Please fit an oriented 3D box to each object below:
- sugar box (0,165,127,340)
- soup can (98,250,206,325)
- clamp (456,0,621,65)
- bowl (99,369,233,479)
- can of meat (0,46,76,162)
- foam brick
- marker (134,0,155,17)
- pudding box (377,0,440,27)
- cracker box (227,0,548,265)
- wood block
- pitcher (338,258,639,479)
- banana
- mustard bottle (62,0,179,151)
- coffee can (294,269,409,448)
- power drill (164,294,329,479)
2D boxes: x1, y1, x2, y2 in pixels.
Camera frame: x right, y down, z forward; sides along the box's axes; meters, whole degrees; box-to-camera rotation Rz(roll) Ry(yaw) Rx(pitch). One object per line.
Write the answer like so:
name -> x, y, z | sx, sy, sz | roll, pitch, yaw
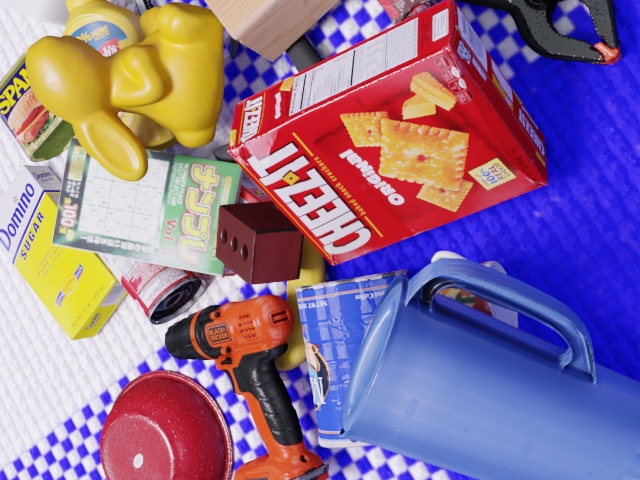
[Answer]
sugar box -> -0.280, 0.011, 1.139 | 0.176, 0.048, 0.093 | 46, 112, 18
soup can -> -0.172, 0.025, 1.068 | 0.102, 0.068, 0.069 | 49, 113, 18
clamp -> 0.174, -0.201, 0.883 | 0.120, 0.039, 0.171 | -40, 74, 26
bowl -> -0.170, 0.216, 1.085 | 0.162, 0.055, 0.162 | 2, 94, 29
can of meat -> -0.292, -0.145, 1.132 | 0.102, 0.057, 0.084 | -42, 76, 24
foam brick -> -0.056, 0.001, 0.971 | 0.078, 0.051, 0.053 | 33, 123, 54
marker -> -0.178, -0.239, 1.085 | 0.020, 0.020, 0.121 | -26, 80, 27
pudding box -> 0.067, -0.210, 0.898 | 0.039, 0.113, 0.090 | -38, 75, 14
cracker box -> 0.056, -0.080, 0.885 | 0.214, 0.164, 0.072 | -22, 39, 27
wood block -> -0.007, -0.266, 0.930 | 0.206, 0.090, 0.091 | -40, 72, 14
pitcher -> 0.147, 0.120, 0.818 | 0.243, 0.149, 0.145 | 21, 75, -3
banana -> -0.025, 0.040, 1.006 | 0.070, 0.037, 0.198 | 10, 98, 28
mustard bottle -> -0.208, -0.175, 1.069 | 0.096, 0.058, 0.191 | -22, 90, 28
coffee can -> 0.038, 0.102, 0.937 | 0.103, 0.102, 0.140 | -10, 87, 29
power drill -> -0.074, 0.150, 1.012 | 0.185, 0.057, 0.187 | -18, 90, 51
